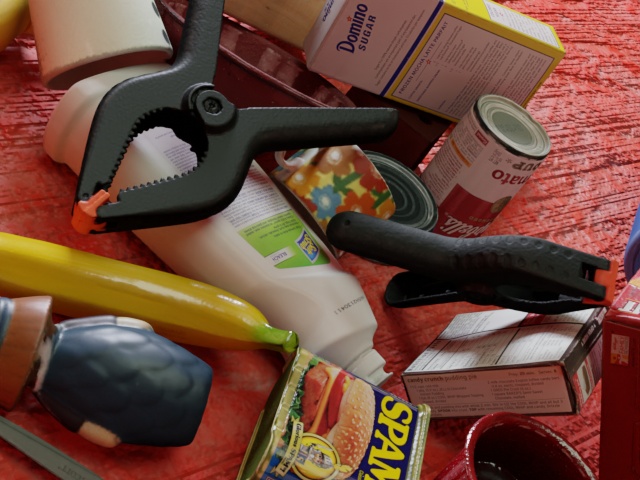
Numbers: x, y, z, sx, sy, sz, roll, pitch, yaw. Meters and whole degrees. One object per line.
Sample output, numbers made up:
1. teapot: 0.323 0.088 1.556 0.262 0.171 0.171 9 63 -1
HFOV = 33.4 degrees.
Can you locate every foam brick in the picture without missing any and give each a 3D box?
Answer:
1. foam brick: 0.054 -0.092 0.845 0.078 0.051 0.052 39 37 5

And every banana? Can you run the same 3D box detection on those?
1. banana: -0.111 0.027 0.585 0.197 0.070 0.037 15 73 -15

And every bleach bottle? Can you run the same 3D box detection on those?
1. bleach bottle: -0.054 0.001 0.656 0.251 0.068 0.102 48 39 12

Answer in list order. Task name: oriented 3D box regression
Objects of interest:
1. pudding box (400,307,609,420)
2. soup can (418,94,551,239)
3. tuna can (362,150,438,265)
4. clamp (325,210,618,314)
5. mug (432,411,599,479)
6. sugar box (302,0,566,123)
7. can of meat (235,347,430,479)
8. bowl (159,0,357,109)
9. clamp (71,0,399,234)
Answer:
1. pudding box: 0.119 0.075 0.670 0.089 0.114 0.039 -38 111 -51
2. soup can: 0.118 -0.052 0.809 0.068 0.102 0.068 21 39 -18
3. tuna can: 0.043 -0.025 0.779 0.086 0.034 0.086 21 40 -18
4. clamp: 0.097 0.023 0.664 0.172 0.120 0.039 10 76 19
5. mug: 0.101 0.164 0.580 0.093 0.082 0.117 8 45 -31
6. sugar box: 0.085 -0.146 0.805 0.176 0.093 0.048 19 37 -22
7. can of meat: 0.006 0.117 0.582 0.084 0.058 0.102 27 37 -6
8. bowl: -0.055 -0.110 0.754 0.162 0.055 0.162 30 14 -9
9. clamp: -0.058 -0.068 0.628 0.164 0.036 0.209 38 60 -1
